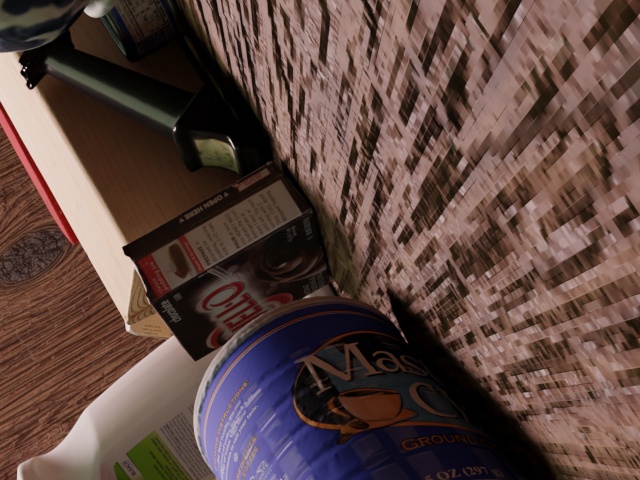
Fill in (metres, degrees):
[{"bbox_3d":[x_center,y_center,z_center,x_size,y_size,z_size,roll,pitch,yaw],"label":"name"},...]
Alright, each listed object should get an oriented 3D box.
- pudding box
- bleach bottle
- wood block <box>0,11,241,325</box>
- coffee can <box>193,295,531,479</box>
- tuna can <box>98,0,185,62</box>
[{"bbox_3d":[-0.045,0.014,0.557,0.039,0.090,0.113,56,173,22],"label":"pudding box"},{"bbox_3d":[-0.094,0.111,0.657,0.068,0.250,0.102,49,169,54],"label":"bleach bottle"},{"bbox_3d":[-0.120,-0.069,0.629,0.206,0.090,0.090,57,155,17],"label":"wood block"},{"bbox_3d":[0.019,0.099,0.415,0.102,0.102,0.140,62,172,-34],"label":"coffee can"},{"bbox_3d":[-0.108,-0.138,0.564,0.086,0.033,0.086,57,173,10],"label":"tuna can"}]
